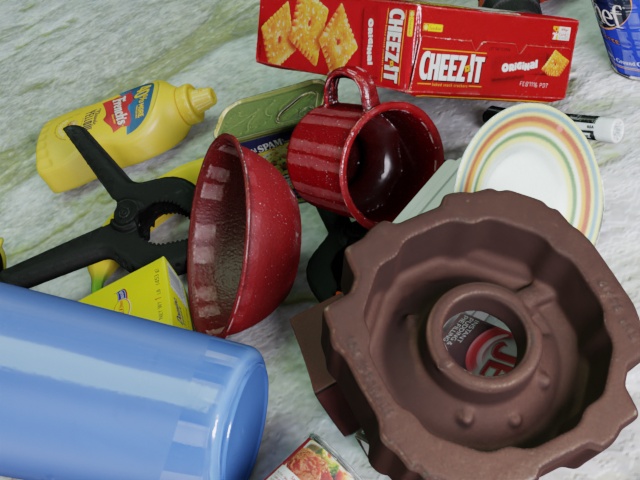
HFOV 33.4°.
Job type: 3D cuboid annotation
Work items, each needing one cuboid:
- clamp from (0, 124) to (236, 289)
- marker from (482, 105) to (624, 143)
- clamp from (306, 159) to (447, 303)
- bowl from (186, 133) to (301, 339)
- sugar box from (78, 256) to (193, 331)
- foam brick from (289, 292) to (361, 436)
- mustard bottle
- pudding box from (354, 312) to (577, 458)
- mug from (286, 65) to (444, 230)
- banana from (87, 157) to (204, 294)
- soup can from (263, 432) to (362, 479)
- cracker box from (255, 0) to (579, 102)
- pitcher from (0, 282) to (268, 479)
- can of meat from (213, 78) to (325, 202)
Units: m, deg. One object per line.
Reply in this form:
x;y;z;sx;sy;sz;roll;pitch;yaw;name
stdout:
-0.170;-0.008;0.918;0.210;0.036;0.164;17;71;22;clamp
0.177;-0.091;0.828;0.121;0.020;0.020;13;55;44;marker
0.026;-0.001;0.813;0.120;0.039;0.171;-7;37;35;clamp
-0.055;0.001;0.810;0.055;0.162;0.162;4;31;-21;bowl
-0.188;0.090;0.851;0.176;0.048;0.093;-26;37;6;sugar box
0.020;0.080;0.713;0.053;0.051;0.078;-27;37;4;foam brick
-0.192;-0.115;1.081;0.192;0.058;0.096;-18;40;17;mustard bottle
0.091;0.105;0.644;0.090;0.039;0.113;22;61;45;pudding box
0.026;-0.068;0.771;0.093;0.117;0.082;-24;23;-29;mug
-0.141;-0.025;0.964;0.197;0.037;0.070;-41;65;-9;banana
-0.019;0.171;0.620;0.102;0.068;0.069;-41;38;-13;soup can
0.071;-0.159;0.864;0.163;0.072;0.214;-4;17;-34;cracker box
-0.162;0.106;0.712;0.243;0.145;0.149;10;13;12;pitcher
-0.025;-0.079;0.900;0.102;0.084;0.057;-12;40;24;can of meat
